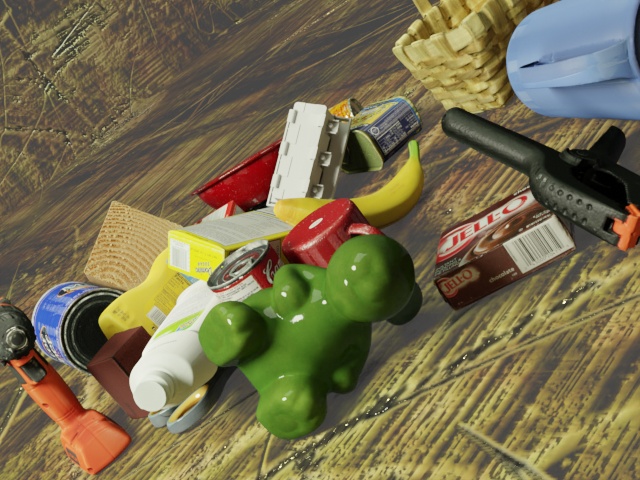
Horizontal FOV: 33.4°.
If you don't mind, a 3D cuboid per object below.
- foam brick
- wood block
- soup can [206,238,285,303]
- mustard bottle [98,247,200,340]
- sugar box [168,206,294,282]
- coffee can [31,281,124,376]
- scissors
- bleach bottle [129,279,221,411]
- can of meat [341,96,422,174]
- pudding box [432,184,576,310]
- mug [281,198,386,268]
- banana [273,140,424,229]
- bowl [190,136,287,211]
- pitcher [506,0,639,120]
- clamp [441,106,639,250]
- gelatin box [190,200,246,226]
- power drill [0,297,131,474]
[{"bbox_3d":[-0.185,0.133,1.072,0.053,0.078,0.051,-18,26,44],"label":"foam brick"},{"bbox_3d":[-0.226,0.019,1.294,0.206,0.090,0.091,155,135,-78],"label":"wood block"},{"bbox_3d":[-0.046,0.059,0.963,0.068,0.102,0.068,-32,18,11],"label":"soup can"},{"bbox_3d":[-0.149,0.056,1.166,0.058,0.096,0.191,-33,13,51],"label":"mustard bottle"},{"bbox_3d":[-0.057,0.002,1.075,0.175,0.048,0.093,-12,21,-42],"label":"sugar box"},{"bbox_3d":[-0.279,0.104,1.279,0.102,0.102,0.141,-43,19,-20],"label":"coffee can"},{"bbox_3d":[-0.079,0.119,1.012,0.202,0.016,0.096,-36,16,1],"label":"scissors"},{"bbox_3d":[-0.122,0.097,0.993,0.103,0.068,0.250,-32,8,19],"label":"bleach bottle"},{"bbox_3d":[0.066,-0.130,1.316,0.083,0.057,0.102,-42,19,-25],"label":"can of meat"},{"bbox_3d":[0.148,0.000,0.859,0.114,0.039,0.090,-28,18,22],"label":"pudding box"},{"bbox_3d":[0.025,0.014,0.981,0.117,0.081,0.093,-11,30,53],"label":"mug"},{"bbox_3d":[0.042,-0.039,1.075,0.197,0.070,0.037,-26,-15,-36],"label":"banana"},{"bbox_3d":[-0.083,-0.078,1.353,0.162,0.055,0.162,-30,6,3],"label":"bowl"},{"bbox_3d":[0.254,-0.163,0.930,0.145,0.149,0.243,-63,18,-5],"label":"pitcher"},{"bbox_3d":[0.186,-0.054,0.822,0.164,0.036,0.210,7,26,-8],"label":"clamp"},{"bbox_3d":[-0.133,0.002,1.285,0.089,0.030,0.073,-29,32,29],"label":"gelatin box"},{"bbox_3d":[-0.263,0.137,1.027,0.057,0.187,0.185,-40,16,-18],"label":"power drill"}]
